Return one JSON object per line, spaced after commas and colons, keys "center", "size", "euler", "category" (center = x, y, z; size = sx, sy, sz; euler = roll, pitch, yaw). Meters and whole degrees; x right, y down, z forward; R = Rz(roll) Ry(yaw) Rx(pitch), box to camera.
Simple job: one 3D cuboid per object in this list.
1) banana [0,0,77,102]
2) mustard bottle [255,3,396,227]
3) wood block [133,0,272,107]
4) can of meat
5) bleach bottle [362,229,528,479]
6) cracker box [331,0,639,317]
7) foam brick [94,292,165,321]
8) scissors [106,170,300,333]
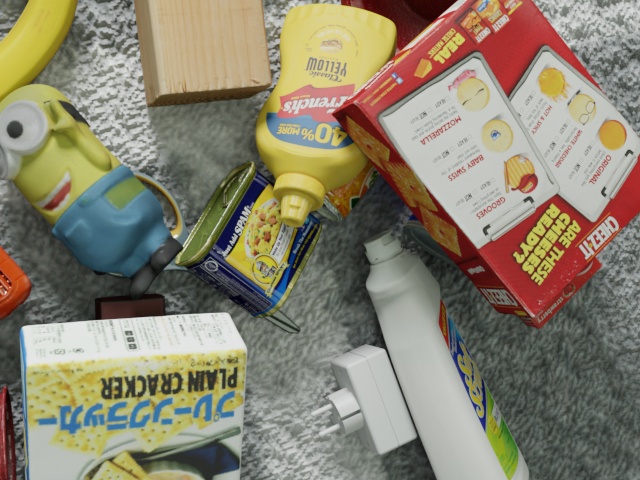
{"center": [-0.246, -0.149, 0.829], "size": [0.069, 0.037, 0.198], "euler": [37, 88, -32], "category": "banana"}
{"center": [-0.001, -0.099, 0.865], "size": [0.096, 0.058, 0.191], "euler": [11, 67, 7], "category": "mustard bottle"}
{"center": [-0.102, -0.217, 0.852], "size": [0.090, 0.090, 0.206], "euler": [-7, 92, -16], "category": "wood block"}
{"center": [-0.056, 0.001, 0.873], "size": [0.084, 0.058, 0.102], "euler": [38, 63, -19], "category": "can of meat"}
{"center": [0.098, 0.112, 0.910], "size": [0.068, 0.102, 0.251], "euler": [-22, 97, 21], "category": "bleach bottle"}
{"center": [0.140, -0.073, 0.829], "size": [0.164, 0.072, 0.213], "euler": [-43, 100, -12], "category": "cracker box"}
{"center": [-0.151, 0.083, 0.856], "size": [0.051, 0.053, 0.078], "euler": [-3, 91, -17], "category": "foam brick"}
{"center": [-0.114, 0.032, 0.887], "size": [0.096, 0.016, 0.201], "euler": [-42, 101, -11], "category": "scissors"}
